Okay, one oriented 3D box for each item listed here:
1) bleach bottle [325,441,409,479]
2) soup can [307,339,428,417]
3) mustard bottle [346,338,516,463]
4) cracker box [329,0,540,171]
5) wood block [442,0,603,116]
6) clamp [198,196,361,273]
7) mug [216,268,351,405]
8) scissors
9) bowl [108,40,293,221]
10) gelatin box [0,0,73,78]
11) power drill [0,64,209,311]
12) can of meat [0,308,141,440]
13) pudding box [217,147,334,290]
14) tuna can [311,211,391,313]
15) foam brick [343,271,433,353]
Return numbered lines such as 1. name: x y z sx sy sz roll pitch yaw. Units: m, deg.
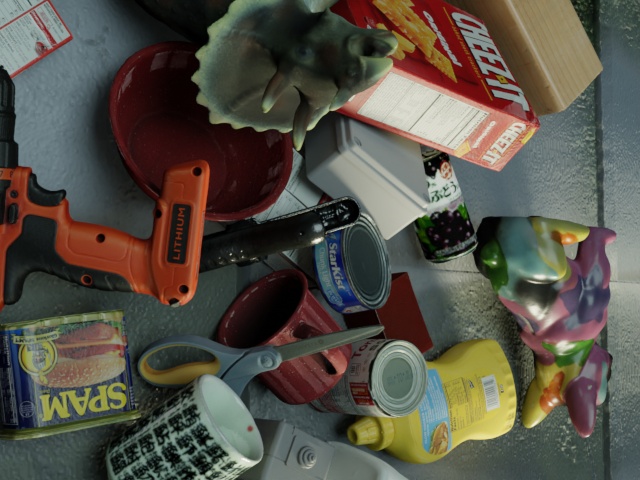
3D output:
1. bleach bottle: 0.097 0.268 0.987 0.250 0.103 0.068 37 73 -36
2. soup can: 0.037 0.120 0.940 0.068 0.102 0.068 4 83 -37
3. mustard bottle: 0.102 0.159 1.015 0.191 0.058 0.096 -12 94 -38
4. cracker box: 0.084 -0.168 0.979 0.213 0.072 0.164 15 41 -35
5. wood block: 0.195 -0.235 1.105 0.090 0.091 0.206 -44 112 -32
6. clamp: -0.056 0.001 0.844 0.120 0.171 0.039 -7 80 -80
7. mug: -0.020 0.086 0.895 0.093 0.117 0.081 -52 121 -21
8. scissors: -0.046 0.110 0.848 0.016 0.202 0.096 -71 157 -63
9. bowl: -0.104 -0.079 0.864 0.161 0.055 0.162 16 58 -27
10. gelatin box: -0.241 -0.160 0.800 0.089 0.030 0.073 -43 110 -32
11. power drill: -0.176 -0.029 0.764 0.187 0.057 0.184 5 95 -2
12. can of meat: -0.190 0.098 0.797 0.101 0.058 0.084 -5 86 -38
13. pudding box: -0.027 -0.022 0.946 0.113 0.039 0.090 42 63 -25
14. tuna can: 0.027 0.020 0.920 0.086 0.034 0.086 33 51 -53
15. foam brick: 0.060 0.076 0.995 0.052 0.051 0.078 -26 101 -36
